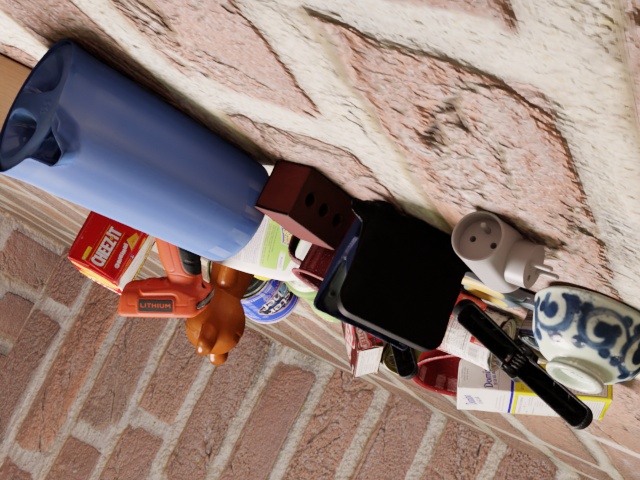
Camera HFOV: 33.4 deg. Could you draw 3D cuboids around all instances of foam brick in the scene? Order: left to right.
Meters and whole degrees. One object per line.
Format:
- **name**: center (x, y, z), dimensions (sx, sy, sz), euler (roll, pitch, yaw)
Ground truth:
- **foam brick**: center (-0.013, -0.033, 1.015), dimensions (0.051, 0.053, 0.078), euler (16, 167, 45)

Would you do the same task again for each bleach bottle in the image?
- **bleach bottle**: center (-0.058, 0.001, 1.184), dimensions (0.251, 0.103, 0.068), euler (22, -153, 21)

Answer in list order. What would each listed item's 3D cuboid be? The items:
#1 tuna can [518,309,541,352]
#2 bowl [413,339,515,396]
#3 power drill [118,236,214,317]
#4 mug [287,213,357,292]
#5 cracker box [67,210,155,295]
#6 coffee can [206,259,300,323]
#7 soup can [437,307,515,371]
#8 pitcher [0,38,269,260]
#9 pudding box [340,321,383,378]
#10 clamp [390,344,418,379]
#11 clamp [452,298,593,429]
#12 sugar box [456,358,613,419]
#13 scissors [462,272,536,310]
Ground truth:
- **tuna can**: center (0.249, 0.101, 1.101), dimensions (0.086, 0.033, 0.086), euler (25, 170, 4)
- **bowl**: center (0.194, 0.149, 1.341), dimensions (0.162, 0.055, 0.162), euler (5, 154, 2)
- **power drill**: center (-0.194, -0.010, 1.164), dimensions (0.185, 0.188, 0.057), euler (1, -159, 17)
- **mug**: center (0.021, 0.014, 1.081), dimensions (0.117, 0.081, 0.093), euler (22, 167, 31)
- **cracker box**: center (-0.238, -0.023, 1.327), dimensions (0.072, 0.164, 0.214), euler (29, 170, -3)
- **coffee can**: center (-0.095, 0.056, 1.562), dimensions (0.103, 0.103, 0.140), euler (22, 170, 21)
- **soup can**: center (0.165, 0.103, 1.233), dimensions (0.102, 0.068, 0.068), euler (21, 169, 28)
- **pitcher**: center (-0.171, -0.080, 1.009), dimensions (0.242, 0.149, 0.145), euler (28, 154, -32)
- **pudding box**: center (0.051, 0.114, 1.353), dimensions (0.039, 0.090, 0.113), euler (-10, 156, -3)
- **clamp**: center (0.091, 0.100, 1.290), dimensions (0.039, 0.120, 0.171), euler (-20, -179, 14)
- **clamp**: center (0.207, 0.129, 1.080), dimensions (0.165, 0.036, 0.210), euler (44, -178, 16)
- **sugar box**: center (0.252, 0.176, 1.269), dimensions (0.176, 0.048, 0.093), euler (6, 156, 9)
- **scissors**: center (0.215, 0.066, 1.062), dimensions (0.202, 0.016, 0.096), euler (23, 172, 17)
